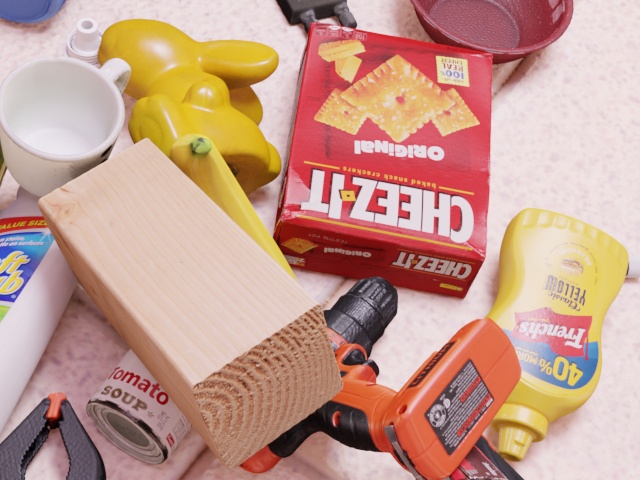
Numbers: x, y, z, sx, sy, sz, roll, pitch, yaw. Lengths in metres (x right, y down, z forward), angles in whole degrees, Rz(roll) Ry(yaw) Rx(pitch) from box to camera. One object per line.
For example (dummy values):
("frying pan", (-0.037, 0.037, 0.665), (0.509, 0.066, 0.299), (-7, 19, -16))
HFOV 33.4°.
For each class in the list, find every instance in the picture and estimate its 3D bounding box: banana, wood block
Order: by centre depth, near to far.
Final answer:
("wood block", (-0.087, 0.034, 0.687), (0.090, 0.090, 0.206), (-34, 49, -18))
("banana", (-0.063, -0.012, 0.773), (0.037, 0.197, 0.070), (-31, 42, -1))

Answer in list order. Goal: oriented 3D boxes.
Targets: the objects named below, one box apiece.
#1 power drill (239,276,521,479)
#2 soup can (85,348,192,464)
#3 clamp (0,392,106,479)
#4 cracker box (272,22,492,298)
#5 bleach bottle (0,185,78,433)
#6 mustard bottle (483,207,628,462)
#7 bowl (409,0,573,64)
("power drill", (0.040, 0.089, 0.718), (0.184, 0.188, 0.057), (-48, 114, -30))
("soup can", (-0.107, 0.096, 0.745), (0.068, 0.068, 0.102), (30, 58, 10))
("clamp", (-0.192, 0.184, 0.690), (0.120, 0.039, 0.171), (1, 60, -15))
("cracker box", (0.054, -0.072, 0.880), (0.164, 0.072, 0.213), (10, 57, -4))
("bleach bottle", (-0.230, 0.032, 0.766), (0.103, 0.068, 0.250), (6, 49, 15))
("mustard bottle", (0.166, 0.075, 0.804), (0.096, 0.058, 0.191), (23, 65, -5))
("bowl", (0.151, -0.218, 1.002), (0.162, 0.055, 0.162), (5, 57, -7))
